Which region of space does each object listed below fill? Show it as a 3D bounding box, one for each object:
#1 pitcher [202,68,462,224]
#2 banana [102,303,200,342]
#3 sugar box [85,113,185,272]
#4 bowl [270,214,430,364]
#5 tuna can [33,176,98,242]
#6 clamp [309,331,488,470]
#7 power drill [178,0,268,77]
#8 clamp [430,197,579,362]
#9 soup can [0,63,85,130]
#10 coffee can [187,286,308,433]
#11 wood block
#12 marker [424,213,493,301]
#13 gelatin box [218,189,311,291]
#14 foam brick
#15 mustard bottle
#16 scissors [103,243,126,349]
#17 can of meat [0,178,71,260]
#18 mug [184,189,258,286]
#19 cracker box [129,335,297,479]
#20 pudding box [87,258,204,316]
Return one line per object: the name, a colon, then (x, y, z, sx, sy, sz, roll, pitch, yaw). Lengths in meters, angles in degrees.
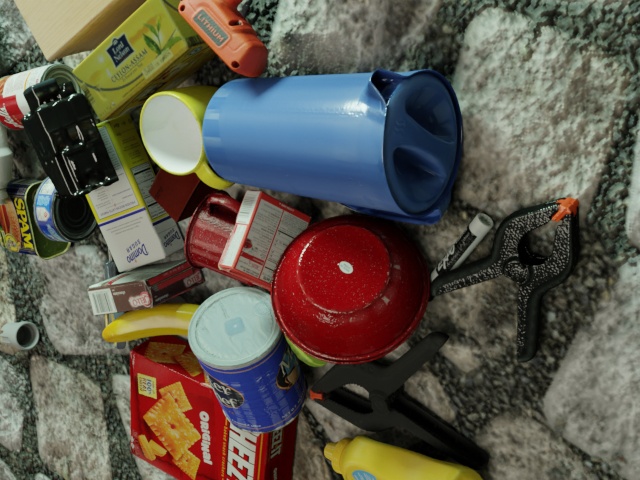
pitcher: (0.009, -0.092, 1.036, 0.243, 0.144, 0.149, 8, 100, 38)
banana: (-0.161, 0.107, 1.263, 0.198, 0.037, 0.070, 12, 100, 6)
sugar box: (-0.236, -0.056, 1.282, 0.094, 0.048, 0.176, -15, 102, 40)
bowl: (0.026, 0.037, 1.049, 0.162, 0.162, 0.055, 35, 166, 20)
tuna can: (-0.311, -0.040, 1.319, 0.034, 0.086, 0.086, 5, 112, 33)
clamp: (0.073, 0.158, 1.140, 0.210, 0.036, 0.164, 7, 121, 37)
power drill: (-0.036, -0.249, 1.009, 0.184, 0.057, 0.188, 48, 111, 21)
clamp: (0.178, 0.023, 1.003, 0.120, 0.039, 0.172, 27, 119, 10)
soup can: (-0.343, -0.174, 1.296, 0.102, 0.068, 0.068, -4, 106, 39)
coffee can: (-0.077, 0.133, 1.169, 0.103, 0.102, 0.140, 22, 149, 28)
wood block: (-0.231, -0.287, 1.148, 0.207, 0.090, 0.091, -28, 92, 41)
marker: (0.130, 0.020, 1.053, 0.020, 0.020, 0.121, 45, 129, 13)
gelatin box: (-0.057, 0.001, 1.103, 0.030, 0.073, 0.089, 9, 77, 51)
foam brick: (-0.148, -0.069, 1.205, 0.053, 0.051, 0.078, 46, 129, 13)
mustard bottle: (0.082, 0.252, 1.150, 0.192, 0.058, 0.096, 10, 155, 39)
scissors: (-0.259, 0.049, 1.339, 0.096, 0.016, 0.202, -129, 38, -55)
can of meat: (-0.381, -0.031, 1.395, 0.084, 0.057, 0.102, 7, 112, 38)
mug: (-0.090, -0.007, 1.158, 0.082, 0.093, 0.117, 21, 145, 24)
cracker box: (-0.137, 0.228, 1.311, 0.214, 0.072, 0.164, 21, 121, 28)
pudding box: (-0.210, 0.055, 1.281, 0.114, 0.089, 0.039, -7, 102, 40)
